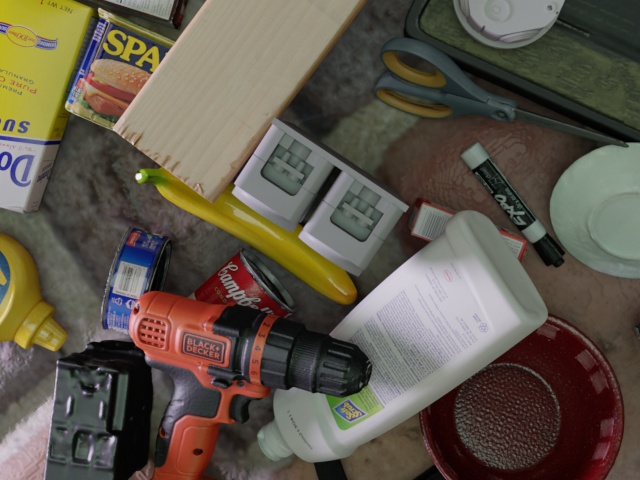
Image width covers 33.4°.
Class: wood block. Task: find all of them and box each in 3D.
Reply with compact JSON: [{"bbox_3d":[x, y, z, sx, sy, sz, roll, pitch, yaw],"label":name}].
[{"bbox_3d":[-0.049,-0.140,0.777,0.091,0.090,0.206,37,98,-8],"label":"wood block"}]

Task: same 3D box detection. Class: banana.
[{"bbox_3d":[-0.057,-0.010,0.856,0.197,0.069,0.037,29,119,-8],"label":"banana"}]

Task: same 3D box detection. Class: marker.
[{"bbox_3d":[0.158,-0.027,0.866,0.020,0.020,0.121,-38,92,5],"label":"marker"}]

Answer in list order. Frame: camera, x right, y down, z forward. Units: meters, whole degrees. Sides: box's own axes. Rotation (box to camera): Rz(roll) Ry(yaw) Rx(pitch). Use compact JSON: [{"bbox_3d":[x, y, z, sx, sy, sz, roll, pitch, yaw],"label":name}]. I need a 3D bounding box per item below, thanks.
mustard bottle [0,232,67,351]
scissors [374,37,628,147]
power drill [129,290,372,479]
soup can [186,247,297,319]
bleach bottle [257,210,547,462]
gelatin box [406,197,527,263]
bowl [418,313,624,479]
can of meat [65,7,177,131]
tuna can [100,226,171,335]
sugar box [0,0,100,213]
[{"bbox_3d":[-0.291,0.031,0.875,0.191,0.058,0.096,34,93,-1],"label":"mustard bottle"},{"bbox_3d":[0.127,-0.111,0.803,0.202,0.096,0.016,12,65,29],"label":"scissors"},{"bbox_3d":[-0.061,0.140,0.801,0.184,0.057,0.188,14,107,15],"label":"power drill"},{"bbox_3d":[-0.079,0.064,0.862,0.102,0.068,0.068,-41,92,6],"label":"soup can"},{"bbox_3d":[0.044,0.088,0.810,0.251,0.068,0.102,-38,73,26],"label":"bleach bottle"},{"bbox_3d":[0.115,-0.005,0.843,0.089,0.073,0.030,21,96,0],"label":"gelatin box"},{"bbox_3d":[0.154,0.137,0.848,0.162,0.055,0.162,1,74,-3],"label":"bowl"},{"bbox_3d":[-0.143,-0.126,0.852,0.102,0.057,0.084,23,98,-6],"label":"can of meat"},{"bbox_3d":[-0.146,0.034,0.854,0.034,0.086,0.086,15,95,0],"label":"tuna can"},{"bbox_3d":[-0.250,-0.118,0.866,0.093,0.048,0.176,20,95,1],"label":"sugar box"}]
